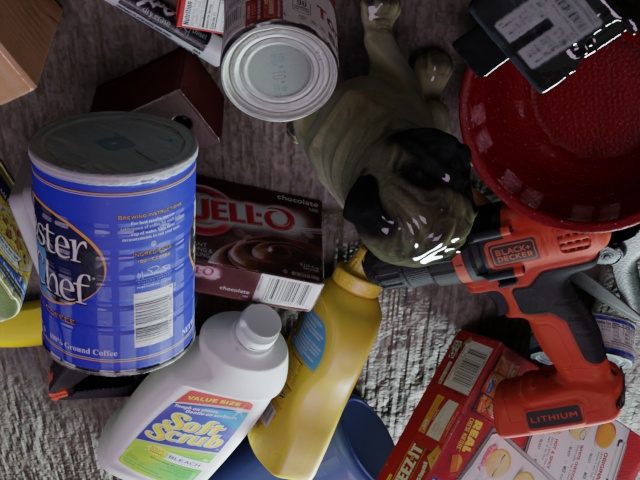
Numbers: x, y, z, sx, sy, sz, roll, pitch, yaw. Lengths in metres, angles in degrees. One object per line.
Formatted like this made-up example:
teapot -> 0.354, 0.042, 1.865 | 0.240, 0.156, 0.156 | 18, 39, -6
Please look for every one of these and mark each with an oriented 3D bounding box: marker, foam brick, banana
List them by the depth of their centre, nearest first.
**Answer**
marker -> -0.114, -0.151, 0.695 | 0.121, 0.020, 0.020 | 28, 127, -24
foam brick -> -0.112, -0.087, 0.732 | 0.078, 0.051, 0.053 | -22, 130, 19
banana -> -0.239, 0.055, 0.880 | 0.198, 0.037, 0.069 | -16, 102, 10

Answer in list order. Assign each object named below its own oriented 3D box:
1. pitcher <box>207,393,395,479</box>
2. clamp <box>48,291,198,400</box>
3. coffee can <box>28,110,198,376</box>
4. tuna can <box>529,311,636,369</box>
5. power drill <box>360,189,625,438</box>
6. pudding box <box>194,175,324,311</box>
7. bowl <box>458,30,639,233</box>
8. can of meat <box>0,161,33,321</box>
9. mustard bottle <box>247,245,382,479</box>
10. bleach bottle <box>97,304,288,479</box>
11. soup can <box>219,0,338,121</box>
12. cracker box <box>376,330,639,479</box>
pitcher -> -0.056, 0.228, 0.990 | 0.243, 0.145, 0.149 | -32, 138, 21
clamp -> -0.139, 0.102, 0.913 | 0.210, 0.036, 0.164 | -22, 144, 27
coffee can -> -0.130, 0.000, 0.684 | 0.102, 0.103, 0.140 | 2, 118, -3
tuna can -> 0.216, 0.084, 0.882 | 0.086, 0.034, 0.086 | 7, 164, 2
power drill -> 0.141, 0.060, 0.804 | 0.185, 0.057, 0.187 | -12, 117, 23
pudding box -> -0.055, 0.001, 0.790 | 0.113, 0.090, 0.039 | 13, 133, -13
bowl -> 0.176, -0.088, 0.705 | 0.162, 0.055, 0.162 | 12, 118, 23
can of meat -> -0.253, 0.000, 0.791 | 0.057, 0.084, 0.102 | -12, 132, 11
mustard bottle -> 0.002, 0.092, 0.863 | 0.058, 0.096, 0.192 | 18, 105, -19
bleach bottle -> -0.098, 0.122, 0.849 | 0.102, 0.068, 0.251 | 23, 139, -11
soup can -> -0.024, -0.126, 0.619 | 0.068, 0.102, 0.068 | -1, 134, -1
cracker box -> 0.170, 0.199, 0.937 | 0.213, 0.072, 0.164 | 33, 81, -28
